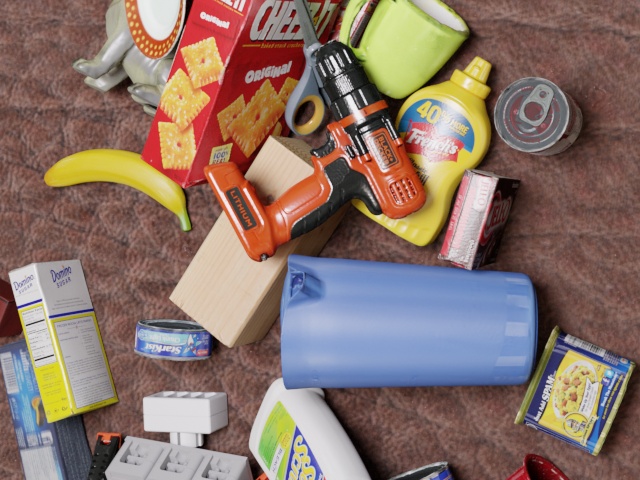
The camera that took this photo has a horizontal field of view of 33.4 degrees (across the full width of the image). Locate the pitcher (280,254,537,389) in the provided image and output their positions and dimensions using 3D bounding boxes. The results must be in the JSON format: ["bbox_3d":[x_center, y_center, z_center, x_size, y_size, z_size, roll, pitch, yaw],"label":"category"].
[{"bbox_3d":[0.083,0.088,1.045,0.243,0.149,0.145,2,101,4],"label":"pitcher"}]

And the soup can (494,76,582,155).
[{"bbox_3d":[0.209,-0.116,1.013,0.069,0.102,0.068,1,92,21],"label":"soup can"}]

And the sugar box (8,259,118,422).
[{"bbox_3d":[-0.294,0.112,1.223,0.048,0.093,0.176,-20,84,20],"label":"sugar box"}]

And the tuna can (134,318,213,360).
[{"bbox_3d":[-0.161,0.108,1.175,0.086,0.086,0.034,6,93,21],"label":"tuna can"}]

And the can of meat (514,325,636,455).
[{"bbox_3d":[0.247,0.146,1.033,0.084,0.057,0.102,23,101,17],"label":"can of meat"}]

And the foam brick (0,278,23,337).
[{"bbox_3d":[-0.396,0.077,1.283,0.078,0.053,0.051,26,101,19],"label":"foam brick"}]

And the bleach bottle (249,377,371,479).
[{"bbox_3d":[0.010,0.238,1.048,0.251,0.068,0.103,43,115,56],"label":"bleach bottle"}]

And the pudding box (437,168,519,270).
[{"bbox_3d":[0.155,-0.022,1.032,0.039,0.113,0.090,20,99,17],"label":"pudding box"}]

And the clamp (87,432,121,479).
[{"bbox_3d":[-0.248,0.323,1.194,0.036,0.164,0.210,3,83,1],"label":"clamp"}]

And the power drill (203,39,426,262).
[{"bbox_3d":[-0.013,-0.077,1.022,0.187,0.057,0.184,-27,89,-3],"label":"power drill"}]

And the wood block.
[{"bbox_3d":[-0.057,0.002,1.128,0.091,0.090,0.206,38,105,17],"label":"wood block"}]

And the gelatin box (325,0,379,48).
[{"bbox_3d":[0.009,-0.248,1.124,0.089,0.030,0.073,33,103,17],"label":"gelatin box"}]

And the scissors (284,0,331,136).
[{"bbox_3d":[-0.018,-0.170,1.052,0.096,0.201,0.016,-41,55,3],"label":"scissors"}]

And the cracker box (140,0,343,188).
[{"bbox_3d":[-0.074,-0.166,1.065,0.072,0.163,0.214,34,115,22],"label":"cracker box"}]

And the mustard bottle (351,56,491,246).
[{"bbox_3d":[0.116,-0.097,1.074,0.096,0.058,0.192,33,103,16],"label":"mustard bottle"}]

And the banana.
[{"bbox_3d":[-0.230,-0.070,1.220,0.198,0.037,0.070,19,97,20],"label":"banana"}]
